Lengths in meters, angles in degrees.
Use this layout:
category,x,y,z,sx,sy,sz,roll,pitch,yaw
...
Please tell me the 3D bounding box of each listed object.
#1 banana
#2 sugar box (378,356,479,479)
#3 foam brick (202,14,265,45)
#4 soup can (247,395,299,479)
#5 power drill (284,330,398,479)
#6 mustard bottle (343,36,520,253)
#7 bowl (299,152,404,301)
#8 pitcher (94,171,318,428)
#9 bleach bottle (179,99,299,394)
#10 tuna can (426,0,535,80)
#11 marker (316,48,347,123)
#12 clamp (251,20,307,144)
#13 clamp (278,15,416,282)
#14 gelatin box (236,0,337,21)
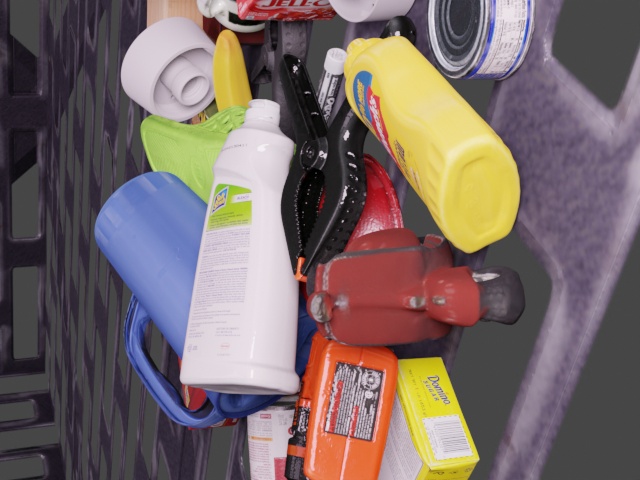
category,x,y,z,sx,sy,sz,roll,pitch,yaw
banana,-0.078,-0.124,1.116,0.070,0.037,0.198,10,123,56
sugar box,0.065,0.179,0.820,0.176,0.048,0.093,104,158,-46
foam brick,-0.095,-0.246,1.162,0.078,0.051,0.053,-129,39,-58
soup can,-0.038,0.211,1.071,0.069,0.068,0.102,180,87,-70
power drill,0.007,0.150,0.817,0.188,0.057,0.184,127,153,-77
mustard bottle,0.063,-0.083,0.722,0.192,0.058,0.096,59,174,44
bowl,0.015,0.008,0.908,0.162,0.055,0.162,176,90,-70
pitcher,-0.120,0.052,1.032,0.243,0.149,0.145,45,138,27
bleach bottle,-0.056,0.001,0.902,0.103,0.068,0.251,-5,72,39
tuna can,0.100,-0.145,0.681,0.086,0.033,0.086,176,90,-70
marker,0.002,-0.122,0.970,0.121,0.020,0.020,109,150,-47
clamp,-0.041,-0.182,1.049,0.120,0.039,0.172,-121,30,-42
clamp,0.012,-0.071,0.837,0.165,0.036,0.210,-16,65,53
gelatin box,-0.020,-0.213,0.912,0.073,0.089,0.030,157,108,-69
